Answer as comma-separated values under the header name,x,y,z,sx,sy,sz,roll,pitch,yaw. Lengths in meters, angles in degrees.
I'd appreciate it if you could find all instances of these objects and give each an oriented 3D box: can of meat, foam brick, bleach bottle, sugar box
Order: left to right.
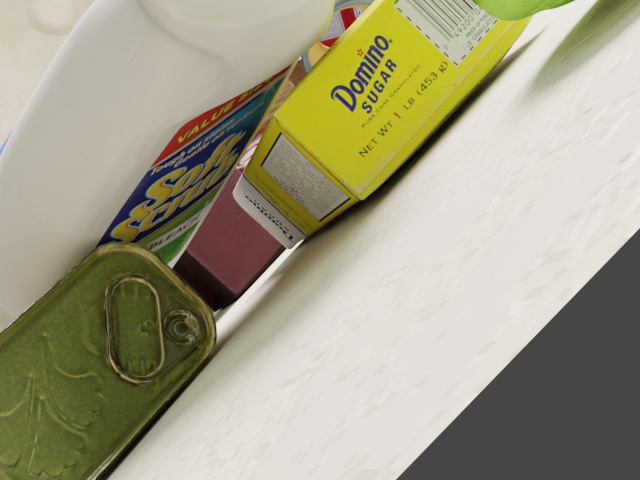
name,x,y,z,sx,sy,sz,roll,pitch,yaw
can of meat,-0.096,0.060,0.391,0.102,0.057,0.084,-48,1,-39
bleach bottle,-0.064,-0.044,0.381,0.102,0.068,0.251,-30,-9,-33
foam brick,-0.054,0.001,0.585,0.053,0.051,0.078,-47,4,-17
sugar box,0.014,-0.049,0.420,0.093,0.048,0.176,-47,5,-11
